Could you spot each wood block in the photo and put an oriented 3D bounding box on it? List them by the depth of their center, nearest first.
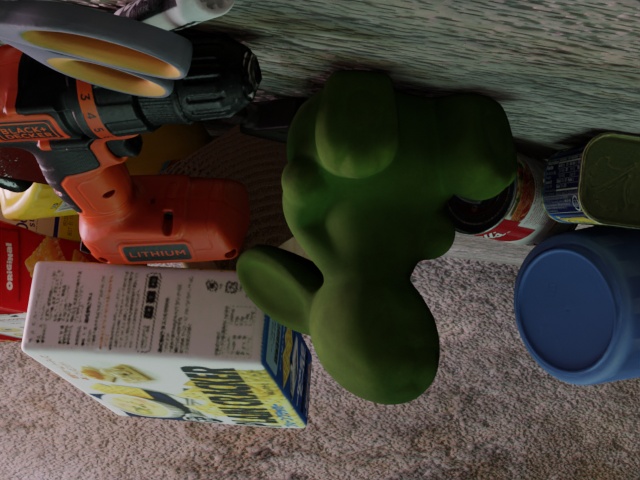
[{"bbox_3d":[-0.055,0.001,0.816,0.090,0.091,0.206,-33,165,-12],"label":"wood block"}]

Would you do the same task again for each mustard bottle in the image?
[{"bbox_3d":[-0.136,-0.056,0.796,0.191,0.058,0.096,-6,157,-37],"label":"mustard bottle"}]

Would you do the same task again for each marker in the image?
[{"bbox_3d":[-0.070,-0.094,0.446,0.020,0.020,0.121,8,177,-31],"label":"marker"}]

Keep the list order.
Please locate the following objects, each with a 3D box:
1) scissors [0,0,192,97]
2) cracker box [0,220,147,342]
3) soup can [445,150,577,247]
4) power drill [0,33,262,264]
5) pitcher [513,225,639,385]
[{"bbox_3d":[-0.147,-0.093,0.454,0.202,0.016,0.096,13,173,9],"label":"scissors"},{"bbox_3d":[-0.263,0.032,0.832,0.164,0.072,0.213,-5,166,27],"label":"cracker box"},{"bbox_3d":[0.137,-0.032,0.771,0.069,0.068,0.102,4,177,41],"label":"soup can"},{"bbox_3d":[-0.101,-0.049,0.588,0.185,0.057,0.187,0,154,16],"label":"power drill"},{"bbox_3d":[0.259,0.044,0.817,0.242,0.149,0.145,-6,-162,-37],"label":"pitcher"}]
